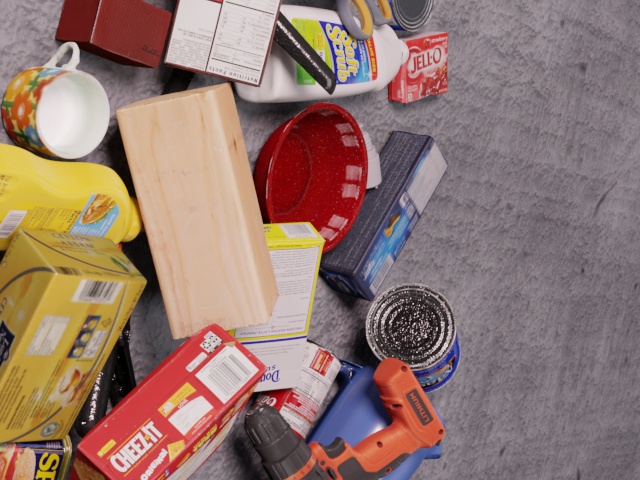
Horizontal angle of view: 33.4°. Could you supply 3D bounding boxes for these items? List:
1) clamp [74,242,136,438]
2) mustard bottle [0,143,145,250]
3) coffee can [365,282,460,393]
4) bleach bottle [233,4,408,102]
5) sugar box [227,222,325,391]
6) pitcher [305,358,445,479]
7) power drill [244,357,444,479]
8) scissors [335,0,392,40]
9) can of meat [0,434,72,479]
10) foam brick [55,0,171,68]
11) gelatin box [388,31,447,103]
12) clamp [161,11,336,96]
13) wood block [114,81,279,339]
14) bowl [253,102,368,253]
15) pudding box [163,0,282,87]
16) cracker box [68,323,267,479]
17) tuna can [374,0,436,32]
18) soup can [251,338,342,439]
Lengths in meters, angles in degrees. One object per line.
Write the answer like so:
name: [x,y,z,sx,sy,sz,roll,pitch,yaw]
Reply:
clamp: [-0.189,0.088,0.965,0.120,0.039,0.171,67,26,-85]
mustard bottle: [-0.216,-0.026,0.882,0.096,0.058,0.191,-46,149,25]
coffee can: [0.111,0.118,1.253,0.140,0.103,0.102,64,49,-69]
bleach bottle: [0.012,-0.201,1.120,0.250,0.068,0.102,-16,106,-50]
sugar box: [-0.057,0.070,1.076,0.093,0.048,0.176,-2,121,-26]
pitcher: [0.019,0.264,1.218,0.242,0.149,0.145,-51,149,-23]
power drill: [0.028,0.207,1.125,0.187,0.057,0.184,-36,107,-20]
scissors: [0.010,-0.284,1.082,0.201,0.016,0.096,45,44,-33]
can of meat: [-0.269,0.206,0.904,0.083,0.058,0.102,17,87,-48]
foam brick: [-0.176,-0.183,0.909,0.078,0.051,0.053,16,89,-50]
gelatin box: [0.116,-0.206,1.265,0.089,0.030,0.073,-21,115,-46]
clamp: [-0.068,-0.218,0.977,0.164,0.036,0.210,-2,103,-6]
wood block: [-0.105,-0.028,0.951,0.090,0.090,0.206,-70,149,-76]
bowl: [-0.019,-0.067,1.123,0.161,0.055,0.162,-17,113,-47]
pudding box: [-0.083,-0.200,0.940,0.090,0.039,0.113,13,105,-10]
cracker box: [-0.147,0.183,0.944,0.164,0.072,0.214,-43,171,-33]
tuna can: [0.095,-0.282,1.216,0.085,0.034,0.086,-17,112,-47]
soup can: [-0.027,0.164,1.168,0.068,0.069,0.102,49,63,-45]
